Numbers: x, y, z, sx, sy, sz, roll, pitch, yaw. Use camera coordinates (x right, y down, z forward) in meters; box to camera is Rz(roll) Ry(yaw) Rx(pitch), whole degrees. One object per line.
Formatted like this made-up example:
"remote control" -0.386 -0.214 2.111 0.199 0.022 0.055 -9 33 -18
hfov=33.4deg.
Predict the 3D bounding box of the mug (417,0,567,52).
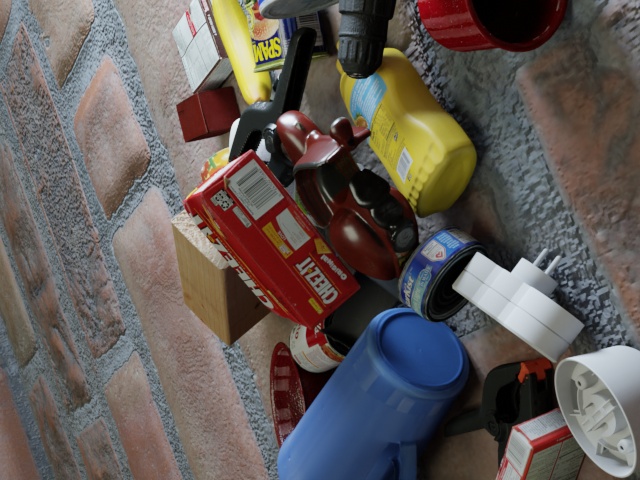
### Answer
"mug" 0.124 -0.199 0.813 0.082 0.093 0.117 11 119 64

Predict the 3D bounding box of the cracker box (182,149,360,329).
"cracker box" -0.057 0.001 1.062 0.164 0.072 0.214 51 170 -7

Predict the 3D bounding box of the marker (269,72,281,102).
"marker" -0.059 -0.160 1.232 0.121 0.020 0.020 -42 68 59

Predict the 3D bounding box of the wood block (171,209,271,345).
"wood block" -0.110 0.030 1.277 0.090 0.090 0.206 43 157 19

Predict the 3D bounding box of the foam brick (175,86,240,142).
"foam brick" -0.141 -0.158 1.346 0.078 0.051 0.053 -9 96 61

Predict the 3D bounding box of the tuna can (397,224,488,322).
"tuna can" 0.111 0.031 0.956 0.034 0.085 0.086 38 137 33

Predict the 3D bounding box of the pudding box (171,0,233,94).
"pudding box" -0.139 -0.243 1.314 0.114 0.039 0.090 -33 76 63

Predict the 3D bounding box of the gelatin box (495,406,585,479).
"gelatin box" 0.190 0.185 0.910 0.030 0.073 0.089 48 144 40

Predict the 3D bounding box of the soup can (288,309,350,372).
"soup can" 0.014 0.107 1.190 0.102 0.068 0.068 -33 75 61

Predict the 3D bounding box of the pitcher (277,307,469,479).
"pitcher" 0.057 0.189 1.080 0.149 0.144 0.243 36 134 10

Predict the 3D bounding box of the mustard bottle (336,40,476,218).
"mustard bottle" 0.068 -0.120 0.986 0.192 0.058 0.096 58 154 27

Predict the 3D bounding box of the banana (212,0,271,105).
"banana" -0.091 -0.216 1.214 0.069 0.037 0.198 35 -150 -62

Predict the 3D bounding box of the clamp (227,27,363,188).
"clamp" -0.038 -0.117 1.091 0.210 0.036 0.164 -12 95 54

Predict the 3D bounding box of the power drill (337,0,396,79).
"power drill" 0.048 -0.226 0.867 0.188 0.057 0.184 -128 43 -82

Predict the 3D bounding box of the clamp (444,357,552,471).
"clamp" 0.173 0.177 0.972 0.120 0.039 0.172 56 147 27

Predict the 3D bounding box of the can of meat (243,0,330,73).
"can of meat" -0.038 -0.225 1.120 0.102 0.057 0.084 5 106 63

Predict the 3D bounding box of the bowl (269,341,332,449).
"bowl" -0.015 0.199 1.281 0.162 0.055 0.162 174 90 -73
